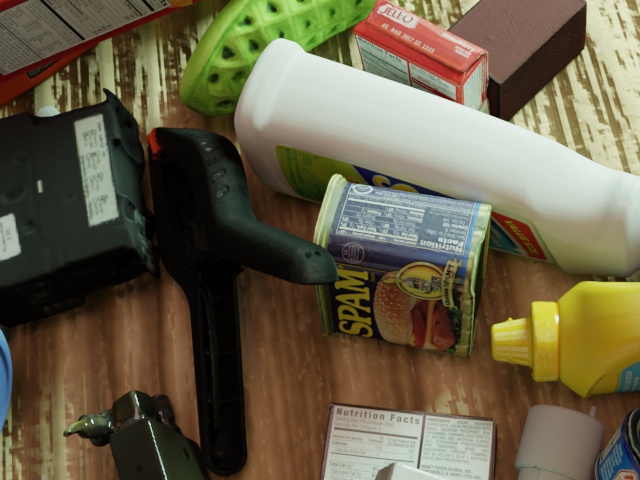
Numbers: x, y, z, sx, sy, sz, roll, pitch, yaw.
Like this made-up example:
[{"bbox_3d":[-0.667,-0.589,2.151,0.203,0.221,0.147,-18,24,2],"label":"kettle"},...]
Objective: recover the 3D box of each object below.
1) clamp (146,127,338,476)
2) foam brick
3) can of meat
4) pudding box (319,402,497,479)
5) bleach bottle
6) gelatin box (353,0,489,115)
[{"bbox_3d":[-0.054,0.001,0.592,0.036,0.165,0.210,1,51,-30],"label":"clamp"},{"bbox_3d":[0.116,-0.119,0.648,0.078,0.053,0.051,-43,66,-10],"label":"foam brick"},{"bbox_3d":[0.045,0.016,0.574,0.084,0.102,0.057,10,57,12],"label":"can of meat"},{"bbox_3d":[0.043,0.144,0.552,0.090,0.039,0.113,4,66,12],"label":"pudding box"},{"bbox_3d":[0.082,-0.036,0.588,0.251,0.102,0.068,18,70,19],"label":"bleach bottle"},{"bbox_3d":[0.062,-0.094,0.626,0.073,0.089,0.030,33,75,22],"label":"gelatin box"}]
